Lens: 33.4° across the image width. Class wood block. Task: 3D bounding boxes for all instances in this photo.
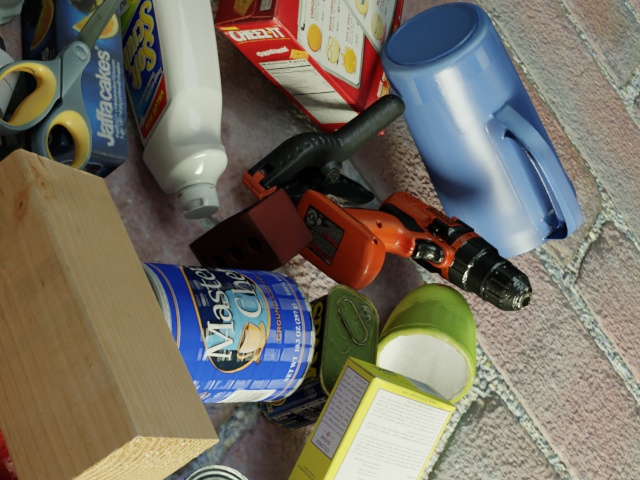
[{"bbox_3d":[-0.160,0.057,0.679,0.090,0.090,0.206,20,38,-61],"label":"wood block"}]

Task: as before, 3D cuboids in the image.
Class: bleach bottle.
[{"bbox_3d":[-0.119,-0.141,0.866,0.067,0.103,0.251,-1,70,-40],"label":"bleach bottle"}]

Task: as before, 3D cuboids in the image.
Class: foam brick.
[{"bbox_3d":[-0.056,0.001,0.874,0.053,0.078,0.051,58,40,-6],"label":"foam brick"}]

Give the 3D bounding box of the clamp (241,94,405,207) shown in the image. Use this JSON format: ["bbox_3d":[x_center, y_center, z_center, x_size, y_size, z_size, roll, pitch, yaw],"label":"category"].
[{"bbox_3d":[0.007,-0.076,0.962,0.039,0.120,0.171,36,31,32],"label":"clamp"}]

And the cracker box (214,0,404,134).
[{"bbox_3d":[-0.002,-0.214,0.980,0.213,0.072,0.164,38,57,-54],"label":"cracker box"}]

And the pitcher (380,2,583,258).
[{"bbox_3d":[0.159,-0.104,1.038,0.242,0.149,0.145,58,31,-36],"label":"pitcher"}]

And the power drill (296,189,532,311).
[{"bbox_3d":[0.078,0.010,0.954,0.187,0.057,0.185,4,24,-46],"label":"power drill"}]

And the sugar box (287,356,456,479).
[{"bbox_3d":[0.024,0.184,0.812,0.093,0.048,0.176,24,96,-36],"label":"sugar box"}]

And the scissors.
[{"bbox_3d":[-0.170,-0.113,0.771,0.096,0.016,0.201,60,35,-16],"label":"scissors"}]

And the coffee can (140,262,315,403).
[{"bbox_3d":[-0.089,0.069,0.786,0.140,0.103,0.103,6,66,-43],"label":"coffee can"}]

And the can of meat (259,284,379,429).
[{"bbox_3d":[-0.003,0.098,0.872,0.057,0.084,0.102,29,52,-32],"label":"can of meat"}]
